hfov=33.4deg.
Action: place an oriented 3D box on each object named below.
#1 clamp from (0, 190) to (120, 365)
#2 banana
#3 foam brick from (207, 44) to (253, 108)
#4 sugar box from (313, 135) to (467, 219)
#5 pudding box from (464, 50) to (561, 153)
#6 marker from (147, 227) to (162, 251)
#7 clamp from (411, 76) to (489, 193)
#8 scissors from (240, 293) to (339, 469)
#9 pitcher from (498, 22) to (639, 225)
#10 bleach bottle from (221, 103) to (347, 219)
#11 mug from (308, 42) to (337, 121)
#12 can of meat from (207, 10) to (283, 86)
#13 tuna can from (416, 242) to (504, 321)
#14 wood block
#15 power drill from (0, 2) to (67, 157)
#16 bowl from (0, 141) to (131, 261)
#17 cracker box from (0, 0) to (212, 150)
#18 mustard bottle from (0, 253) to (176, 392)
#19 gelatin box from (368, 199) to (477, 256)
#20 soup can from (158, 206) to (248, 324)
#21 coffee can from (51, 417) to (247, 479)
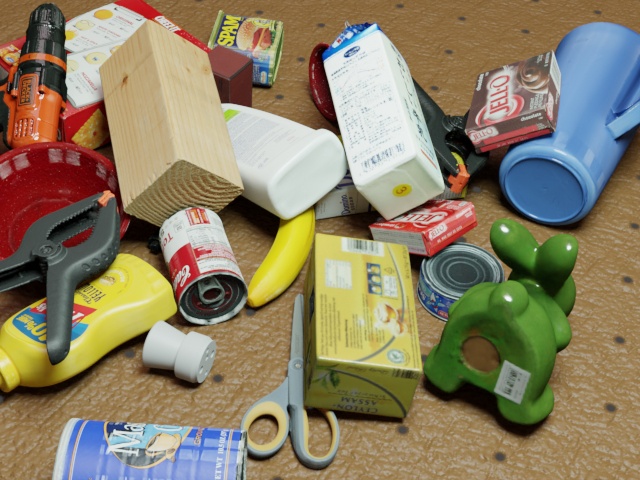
[{"bbox_3d":[-0.260,0.023,0.983,0.165,0.036,0.209,11,42,17],"label":"clamp"},{"bbox_3d":[-0.040,-0.005,1.111,0.070,0.037,0.198,-13,41,11],"label":"banana"},{"bbox_3d":[-0.114,-0.179,1.257,0.053,0.078,0.051,25,46,18],"label":"foam brick"},{"bbox_3d":[0.067,-0.080,1.186,0.176,0.048,0.093,-8,47,-14],"label":"sugar box"},{"bbox_3d":[0.208,-0.148,1.141,0.090,0.039,0.113,-14,33,28],"label":"pudding box"},{"bbox_3d":[-0.152,-0.030,1.138,0.020,0.020,0.121,15,44,11],"label":"marker"},{"bbox_3d":[0.135,-0.125,1.175,0.120,0.039,0.171,11,44,-1],"label":"clamp"},{"bbox_3d":[-0.038,0.127,0.981,0.096,0.016,0.202,-8,44,-13],"label":"scissors"},{"bbox_3d":[0.297,-0.132,1.193,0.145,0.149,0.242,22,49,15],"label":"pitcher"},{"bbox_3d":[-0.087,-0.108,1.167,0.102,0.068,0.251,-40,42,-18],"label":"bleach bottle"},{"bbox_3d":[0.037,-0.197,1.290,0.081,0.093,0.117,-15,10,-25],"label":"mug"},{"bbox_3d":[-0.093,-0.239,1.339,0.084,0.057,0.102,8,43,1],"label":"can of meat"},{"bbox_3d":[0.141,0.042,1.071,0.086,0.034,0.086,2,43,-2],"label":"tuna can"},{"bbox_3d":[-0.160,-0.119,1.116,0.090,0.091,0.206,25,36,-43],"label":"wood block"},{"bbox_3d":[-0.365,-0.167,1.170,0.188,0.057,0.184,-7,67,19],"label":"power drill"},{"bbox_3d":[-0.272,-0.021,1.080,0.162,0.055,0.162,4,55,-7],"label":"bowl"},{"bbox_3d":[-0.258,-0.198,1.272,0.213,0.072,0.164,-30,54,-32],"label":"cracker box"},{"bbox_3d":[-0.234,0.083,0.982,0.191,0.058,0.096,-33,42,-31],"label":"mustard bottle"},{"bbox_3d":[0.106,-0.016,1.104,0.073,0.030,0.089,-30,21,-30],"label":"gelatin box"},{"bbox_3d":[-0.117,0.023,1.048,0.068,0.068,0.102,-10,45,-15],"label":"soup can"},{"bbox_3d":[-0.131,0.195,0.838,0.140,0.103,0.103,3,43,-1],"label":"coffee can"}]
